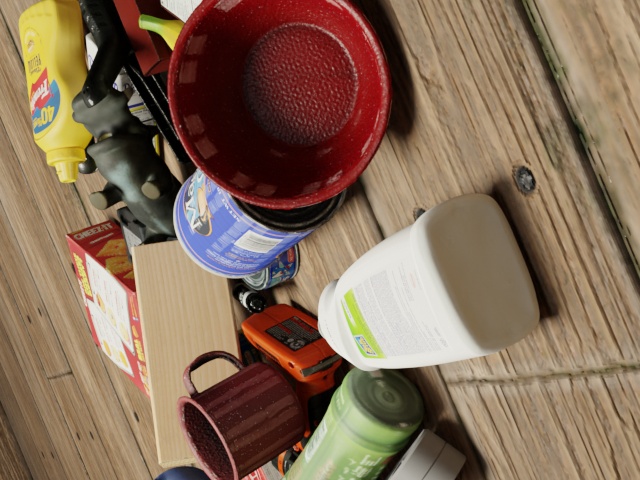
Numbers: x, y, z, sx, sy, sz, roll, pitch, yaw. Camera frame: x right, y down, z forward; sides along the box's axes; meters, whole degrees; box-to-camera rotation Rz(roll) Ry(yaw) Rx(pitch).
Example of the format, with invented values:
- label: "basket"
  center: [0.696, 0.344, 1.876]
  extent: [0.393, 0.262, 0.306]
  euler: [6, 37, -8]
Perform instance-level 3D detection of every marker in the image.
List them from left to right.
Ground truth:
- label: "marker"
  center: [-0.068, 0.054, 1.015]
  extent: [0.121, 0.020, 0.020]
  euler: [-167, 57, -79]

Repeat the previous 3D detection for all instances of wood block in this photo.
- label: "wood block"
  center: [-0.124, 0.108, 1.038]
  extent: [0.090, 0.090, 0.206]
  euler: [110, 151, -75]

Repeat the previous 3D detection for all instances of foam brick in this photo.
- label: "foam brick"
  center: [-0.144, -0.196, 0.960]
  extent: [0.051, 0.052, 0.078]
  euler: [-16, 95, 64]

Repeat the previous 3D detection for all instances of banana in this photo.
- label: "banana"
  center: [-0.095, -0.133, 0.861]
  extent: [0.198, 0.069, 0.037]
  euler: [-121, 28, -51]

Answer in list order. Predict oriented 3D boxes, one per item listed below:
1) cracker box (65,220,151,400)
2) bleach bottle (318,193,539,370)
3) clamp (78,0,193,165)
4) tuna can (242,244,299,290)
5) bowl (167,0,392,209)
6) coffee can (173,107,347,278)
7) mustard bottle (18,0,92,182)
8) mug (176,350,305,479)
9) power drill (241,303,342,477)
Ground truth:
- label: "cracker box"
  center: [-0.230, 0.085, 1.323]
  extent: [0.214, 0.072, 0.164]
  euler: [31, 136, 52]
- label: "bleach bottle"
  center: [0.054, 0.041, 0.767]
  extent: [0.102, 0.068, 0.251]
  euler: [67, 156, 0]
- label: "clamp"
  center: [-0.188, -0.180, 0.996]
  extent: [0.164, 0.036, 0.210]
  euler: [24, -137, -65]
- label: "tuna can"
  center: [-0.056, 0.001, 0.972]
  extent: [0.086, 0.033, 0.086]
  euler: [43, 145, 40]
- label: "bowl"
  center: [-0.023, -0.106, 0.749]
  extent: [0.162, 0.055, 0.162]
  euler: [4, 104, 16]
- label: "coffee can"
  center: [-0.051, -0.036, 0.856]
  extent: [0.103, 0.102, 0.140]
  euler: [65, 154, 5]
- label: "mustard bottle"
  center: [-0.284, -0.158, 1.160]
  extent: [0.096, 0.058, 0.191]
  euler: [-14, 82, 50]
- label: "mug"
  center: [-0.074, 0.149, 0.935]
  extent: [0.117, 0.081, 0.093]
  euler: [55, 151, 14]
- label: "power drill"
  center: [-0.020, 0.156, 1.003]
  extent: [0.185, 0.057, 0.187]
  euler: [24, 134, 50]
